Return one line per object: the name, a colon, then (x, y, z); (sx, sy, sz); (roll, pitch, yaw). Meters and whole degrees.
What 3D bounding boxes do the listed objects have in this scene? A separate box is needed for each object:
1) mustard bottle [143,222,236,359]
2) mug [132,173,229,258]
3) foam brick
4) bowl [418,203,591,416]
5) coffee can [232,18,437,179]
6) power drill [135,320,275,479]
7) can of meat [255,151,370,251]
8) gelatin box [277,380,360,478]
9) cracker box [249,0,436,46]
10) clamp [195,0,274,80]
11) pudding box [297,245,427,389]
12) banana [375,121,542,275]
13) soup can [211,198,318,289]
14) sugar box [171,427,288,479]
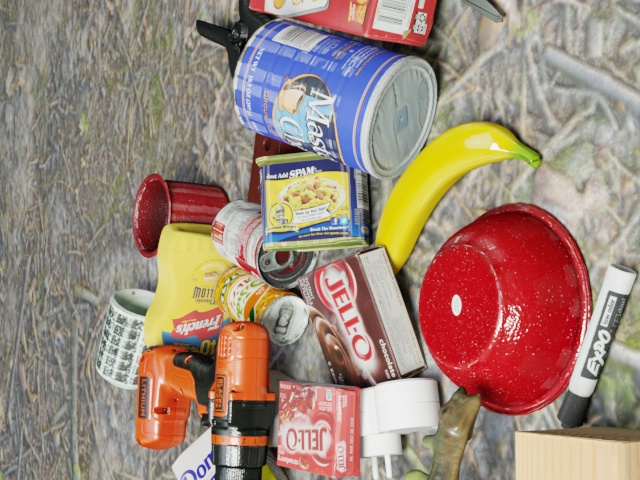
mustard bottle: (-0.138, 0.080, 1.138); (0.058, 0.096, 0.192); (31, 112, 52)
mug: (-0.159, -0.019, 1.193); (0.117, 0.081, 0.093); (-42, 53, 45)
foam brick: (-0.034, -0.070, 1.042); (0.053, 0.051, 0.078); (13, 97, 56)
bowl: (0.123, 0.050, 0.796); (0.162, 0.055, 0.162); (-11, 77, 55)
coffee can: (0.012, -0.120, 0.895); (0.140, 0.102, 0.103); (23, 106, 31)
power drill: (-0.110, 0.170, 1.016); (0.188, 0.057, 0.184); (-6, 77, 53)
can of meat: (-0.005, -0.035, 0.963); (0.102, 0.057, 0.084); (-5, 84, 19)
gelatin box: (-0.002, 0.156, 0.893); (0.089, 0.030, 0.073); (-4, 83, 57)
cracker box: (0.027, -0.266, 0.930); (0.214, 0.072, 0.164); (30, 112, 55)
clamp: (-0.084, -0.216, 1.144); (0.120, 0.039, 0.171); (-45, 51, 45)
pudding box: (0.034, 0.069, 0.913); (0.090, 0.039, 0.113); (-25, 85, 52)
banana: (0.094, -0.041, 0.864); (0.198, 0.037, 0.069); (-43, 52, 45)
soup can: (-0.057, 0.001, 1.053); (0.102, 0.068, 0.068); (26, 108, 54)
sugar box: (-0.074, 0.255, 1.039); (0.093, 0.048, 0.176); (-43, 47, 3)
